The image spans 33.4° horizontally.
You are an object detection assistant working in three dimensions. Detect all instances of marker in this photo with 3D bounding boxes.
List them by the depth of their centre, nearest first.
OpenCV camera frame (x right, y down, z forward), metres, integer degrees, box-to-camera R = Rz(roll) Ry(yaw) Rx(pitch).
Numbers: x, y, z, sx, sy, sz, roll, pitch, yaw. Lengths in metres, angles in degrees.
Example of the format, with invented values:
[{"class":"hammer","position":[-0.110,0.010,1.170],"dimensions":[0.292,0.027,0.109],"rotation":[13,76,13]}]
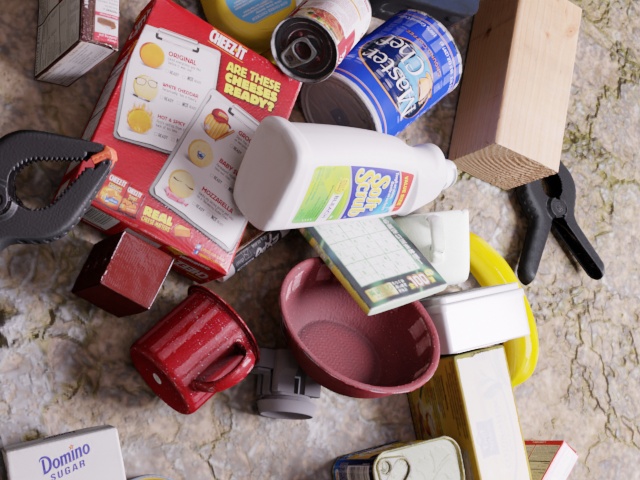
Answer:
[{"class":"marker","position":[-0.057,0.001,1.041],"dimensions":[0.121,0.020,0.020],"rotation":[-37,99,-31]}]

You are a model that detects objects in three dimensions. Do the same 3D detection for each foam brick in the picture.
[{"class":"foam brick","position":[-0.174,0.031,0.932],"dimensions":[0.051,0.078,0.053],"rotation":[33,65,-22]}]

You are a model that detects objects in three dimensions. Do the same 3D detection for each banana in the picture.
[{"class":"banana","position":[0.196,0.072,1.163],"dimensions":[0.069,0.037,0.198],"rotation":[-17,89,-33]}]

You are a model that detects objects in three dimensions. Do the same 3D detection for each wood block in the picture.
[{"class":"wood block","position":[0.218,-0.174,1.196],"dimensions":[0.090,0.091,0.206],"rotation":[21,70,-25]}]

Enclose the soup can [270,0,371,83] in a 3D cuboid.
[{"class":"soup can","position":[0.002,-0.204,1.031],"dimensions":[0.068,0.069,0.102],"rotation":[49,39,-13]}]

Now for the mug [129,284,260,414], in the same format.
[{"class":"mug","position":[-0.106,0.103,0.939],"dimensions":[0.081,0.117,0.093],"rotation":[-41,128,-25]}]

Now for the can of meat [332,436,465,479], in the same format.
[{"class":"can of meat","position":[0.073,0.225,1.032],"dimensions":[0.101,0.084,0.057],"rotation":[-7,84,-31]}]

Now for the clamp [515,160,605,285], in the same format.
[{"class":"clamp","position":[0.256,-0.027,1.219],"dimensions":[0.120,0.039,0.171],"rotation":[-11,79,-36]}]

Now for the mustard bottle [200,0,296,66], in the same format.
[{"class":"mustard bottle","position":[-0.077,-0.246,1.058],"dimensions":[0.096,0.058,0.191],"rotation":[-35,98,-37]}]

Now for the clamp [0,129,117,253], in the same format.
[{"class":"clamp","position":[-0.271,-0.039,0.871],"dimensions":[0.210,0.036,0.164],"rotation":[-30,93,-1]}]

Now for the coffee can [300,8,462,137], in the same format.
[{"class":"coffee can","position":[0.063,-0.160,1.095],"dimensions":[0.140,0.103,0.103],"rotation":[-41,101,-30]}]

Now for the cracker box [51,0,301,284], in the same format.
[{"class":"cracker box","position":[-0.130,-0.091,0.988],"dimensions":[0.164,0.072,0.213],"rotation":[29,66,-23]}]

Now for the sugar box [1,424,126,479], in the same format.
[{"class":"sugar box","position":[-0.200,0.247,0.877],"dimensions":[0.093,0.048,0.176],"rotation":[-9,88,-21]}]

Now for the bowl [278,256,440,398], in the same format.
[{"class":"bowl","position":[0.027,0.090,0.985],"dimensions":[0.162,0.055,0.162],"rotation":[17,40,-16]}]

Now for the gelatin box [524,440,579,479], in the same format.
[{"class":"gelatin box","position":[0.220,0.252,1.119],"dimensions":[0.030,0.073,0.089],"rotation":[45,61,-16]}]

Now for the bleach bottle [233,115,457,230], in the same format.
[{"class":"bleach bottle","position":[0.041,-0.065,1.007],"dimensions":[0.250,0.103,0.068],"rotation":[-6,44,-42]}]

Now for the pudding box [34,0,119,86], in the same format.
[{"class":"pudding box","position":[-0.214,-0.195,0.935],"dimensions":[0.039,0.114,0.090],"rotation":[6,78,-32]}]

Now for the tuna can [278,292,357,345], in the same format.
[{"class":"tuna can","position":[0.004,0.076,1.052],"dimensions":[0.086,0.034,0.086],"rotation":[7,77,-29]}]
